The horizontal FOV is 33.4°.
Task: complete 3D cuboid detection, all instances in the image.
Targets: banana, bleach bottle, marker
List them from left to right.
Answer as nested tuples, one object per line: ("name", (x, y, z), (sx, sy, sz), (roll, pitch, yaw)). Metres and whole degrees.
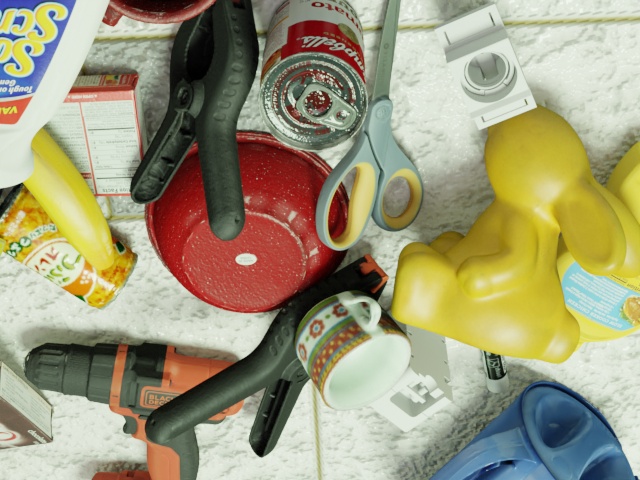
("bleach bottle", (-0.173, -0.116, 0.612), (0.102, 0.068, 0.251), (17, 125, -12))
("banana", (-0.210, -0.061, 0.745), (0.198, 0.037, 0.070), (44, 152, -4))
("marker", (0.137, 0.075, 0.872), (0.020, 0.020, 0.121), (-10, 124, 8))

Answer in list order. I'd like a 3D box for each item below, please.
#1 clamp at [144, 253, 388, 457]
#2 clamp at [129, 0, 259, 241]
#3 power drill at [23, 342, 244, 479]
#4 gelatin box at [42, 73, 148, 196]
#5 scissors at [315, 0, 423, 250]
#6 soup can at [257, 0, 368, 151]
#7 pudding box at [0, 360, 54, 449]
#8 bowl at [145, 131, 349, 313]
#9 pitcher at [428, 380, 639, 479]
("clamp", (-0.032, 0.092, 0.825), (0.210, 0.036, 0.164), (-50, 150, 16))
("clamp", (-0.072, -0.085, 0.708), (0.039, 0.120, 0.171), (-1, 114, -47))
("power drill", (-0.164, 0.169, 0.921), (0.184, 0.057, 0.188), (9, 124, -5))
("gelatin box", (-0.163, -0.074, 0.769), (0.073, 0.030, 0.089), (-2, 125, 1))
("scissors", (0.054, -0.083, 0.761), (0.096, 0.016, 0.202), (8, 111, -36))
("soup can", (-0.004, -0.112, 0.695), (0.068, 0.102, 0.068), (1, 125, 1))
("pudding box", (-0.286, 0.142, 0.892), (0.090, 0.039, 0.113), (-8, 152, 8))
("bowl", (-0.055, 0.001, 0.804), (0.162, 0.055, 0.162), (0, 124, 0))
("pitcher", (0.140, 0.239, 0.919), (0.149, 0.144, 0.243), (42, 121, -1))
